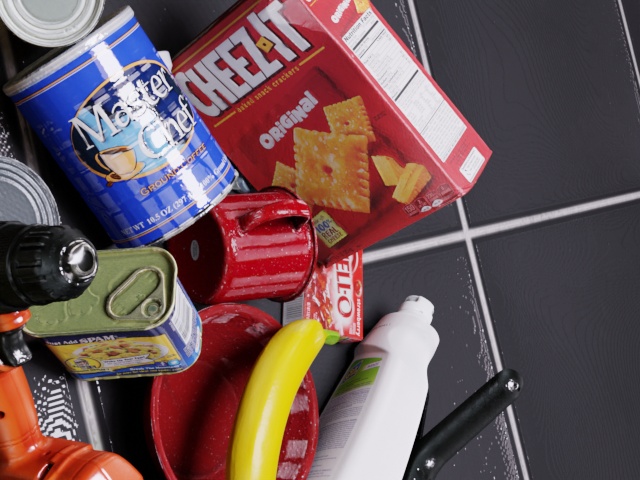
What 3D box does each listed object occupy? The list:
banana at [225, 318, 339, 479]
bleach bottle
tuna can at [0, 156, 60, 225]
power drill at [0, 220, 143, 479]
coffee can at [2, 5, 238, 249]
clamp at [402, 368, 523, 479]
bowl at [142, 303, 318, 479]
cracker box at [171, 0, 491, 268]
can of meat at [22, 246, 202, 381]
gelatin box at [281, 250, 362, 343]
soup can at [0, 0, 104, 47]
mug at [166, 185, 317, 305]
[{"bbox_3d":[-0.031,0.126,0.764,0.069,0.037,0.197,45,51,-28],"label":"banana"},{"bbox_3d":[0.045,0.142,0.875,0.068,0.103,0.250,45,50,-19],"label":"bleach bottle"},{"bbox_3d":[-0.215,-0.010,0.693,0.086,0.034,0.086,16,68,-43],"label":"tuna can"},{"bbox_3d":[-0.171,0.076,0.619,0.057,0.185,0.187,-36,115,-46],"label":"power drill"},{"bbox_3d":[-0.137,-0.076,0.744,0.140,0.103,0.102,57,45,-19],"label":"coffee can"},{"bbox_3d":[0.077,0.186,0.877,0.036,0.165,0.209,43,59,-11],"label":"clamp"},{"bbox_3d":[-0.075,0.129,0.786,0.161,0.055,0.162,16,68,-44],"label":"bowl"},{"bbox_3d":[0.000,-0.097,0.828,0.213,0.164,0.072,48,45,-14],"label":"cracker box"},{"bbox_3d":[-0.133,0.051,0.695,0.084,0.102,0.057,73,14,-60],"label":"can of meat"},{"bbox_3d":[0.004,0.038,0.916,0.073,0.030,0.089,18,66,-43],"label":"gelatin box"},{"bbox_3d":[-0.172,-0.159,0.677,0.068,0.102,0.068,-3,105,-13],"label":"soup can"},{"bbox_3d":[-0.055,0.001,0.804,0.081,0.117,0.093,-5,71,-43],"label":"mug"}]
